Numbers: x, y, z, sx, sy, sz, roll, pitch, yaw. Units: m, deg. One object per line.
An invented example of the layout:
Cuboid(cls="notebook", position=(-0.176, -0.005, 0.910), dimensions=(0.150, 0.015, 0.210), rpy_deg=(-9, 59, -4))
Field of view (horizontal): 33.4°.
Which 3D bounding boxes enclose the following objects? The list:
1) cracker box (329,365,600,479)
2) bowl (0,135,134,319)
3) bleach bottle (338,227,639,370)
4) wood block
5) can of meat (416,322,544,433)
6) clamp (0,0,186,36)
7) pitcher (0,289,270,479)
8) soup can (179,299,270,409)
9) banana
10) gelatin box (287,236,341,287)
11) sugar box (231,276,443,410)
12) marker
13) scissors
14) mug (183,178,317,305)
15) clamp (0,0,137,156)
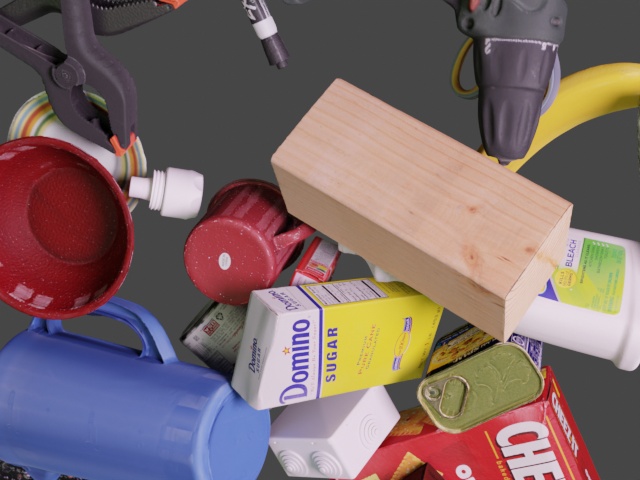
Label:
Cuboid(cls="cracker box", position=(0.133, 0.224, 0.958), dimensions=(0.214, 0.072, 0.164), rpy_deg=(-20, 106, 21))
Cuboid(cls="bowl", position=(-0.228, -0.015, 0.929), dimensions=(0.162, 0.055, 0.162), rpy_deg=(3, 105, 13))
Cuboid(cls="bleach bottle", position=(0.136, 0.027, 0.858), dimensions=(0.251, 0.102, 0.068), rpy_deg=(12, 148, 10))
Cuboid(cls="wood block", position=(0.075, -0.025, 0.807), dimensions=(0.206, 0.090, 0.091), rpy_deg=(31, 161, 21))
Cuboid(cls="can of meat", position=(0.137, 0.105, 0.899), dimensions=(0.102, 0.083, 0.057), rpy_deg=(-30, 103, 24))
Cuboid(cls="clamp", position=(-0.213, -0.214, 0.882), dimensions=(0.210, 0.036, 0.165), rpy_deg=(21, 122, 5))
Cuboid(cls="pitcher", position=(-0.169, 0.145, 0.939), dimensions=(0.243, 0.145, 0.149), rpy_deg=(6, 140, 30))
Cuboid(cls="soup can", position=(-0.068, 0.097, 0.959), dimensions=(0.102, 0.068, 0.069), rpy_deg=(42, 116, -5))
Cuboid(cls="banana", position=(0.188, -0.089, 0.829), dimensions=(0.198, 0.037, 0.069), rpy_deg=(-23, 105, 22))
Cuboid(cls="gelatin box", position=(-0.014, 0.051, 0.922), dimensions=(0.030, 0.073, 0.089), rpy_deg=(24, 116, 4))
Cuboid(cls="sugar box", position=(0.018, 0.080, 0.880), dimensions=(0.048, 0.175, 0.093), rpy_deg=(39, 126, 42))
Cuboid(cls="marker", position=(-0.055, -0.194, 0.859), dimensions=(0.020, 0.020, 0.121), rpy_deg=(-19, 107, 21))
Cuboid(cls="scissors", position=(0.176, -0.172, 0.792), dimensions=(0.202, 0.016, 0.096), rpy_deg=(-48, 68, 26))
Cuboid(cls="mug", position=(-0.056, 0.001, 0.907), dimensions=(0.117, 0.081, 0.093), rpy_deg=(-13, 108, 20))
Cuboid(cls="clamp", position=(-0.199, -0.151, 0.876), dimensions=(0.120, 0.039, 0.171), rpy_deg=(-27, 112, 37))
